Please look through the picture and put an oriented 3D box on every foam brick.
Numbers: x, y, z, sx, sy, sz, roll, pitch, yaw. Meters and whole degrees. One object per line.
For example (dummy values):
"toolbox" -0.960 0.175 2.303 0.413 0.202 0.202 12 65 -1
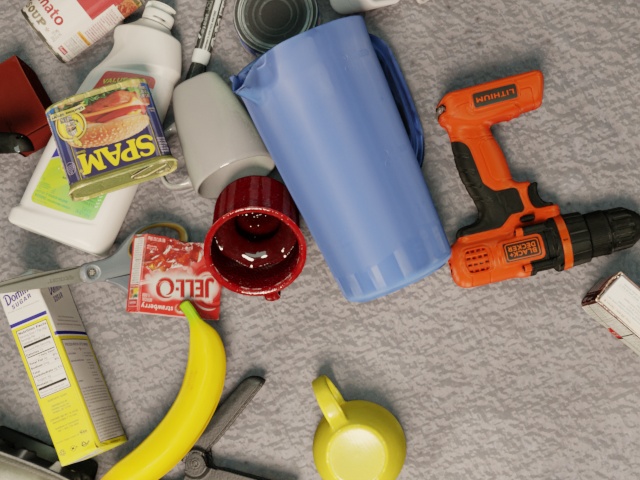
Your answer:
"foam brick" -0.295 -0.131 1.047 0.053 0.051 0.078 -30 83 1

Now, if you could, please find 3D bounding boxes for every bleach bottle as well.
"bleach bottle" -0.207 -0.116 1.035 0.102 0.068 0.251 20 83 4

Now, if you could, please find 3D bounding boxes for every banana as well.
"banana" -0.135 0.157 0.981 0.070 0.037 0.198 24 84 9

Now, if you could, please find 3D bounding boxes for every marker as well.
"marker" -0.112 -0.205 1.058 0.020 0.020 0.121 14 85 5

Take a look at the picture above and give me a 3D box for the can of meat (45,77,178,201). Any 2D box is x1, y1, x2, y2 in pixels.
"can of meat" -0.191 -0.092 0.972 0.102 0.057 0.084 -18 83 -9

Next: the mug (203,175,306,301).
"mug" -0.057 0.001 0.994 0.093 0.081 0.117 -15 119 6

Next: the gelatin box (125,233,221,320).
"gelatin box" -0.135 0.036 1.006 0.089 0.030 0.073 10 81 -35

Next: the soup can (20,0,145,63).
"soup can" -0.233 -0.230 1.045 0.102 0.068 0.068 -37 83 0

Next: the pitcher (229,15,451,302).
"pitcher" 0.032 -0.075 0.979 0.149 0.145 0.243 -24 92 4

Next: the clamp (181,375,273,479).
"clamp" -0.105 0.215 1.002 0.171 0.039 0.120 -28 73 6

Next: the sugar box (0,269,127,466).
"sugar box" -0.241 0.117 0.996 0.048 0.093 0.176 -25 82 2

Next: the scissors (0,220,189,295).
"scissors" -0.200 0.045 0.988 0.201 0.016 0.096 -28 101 -34

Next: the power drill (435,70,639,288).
"power drill" 0.195 -0.060 1.003 0.184 0.057 0.187 -13 82 0

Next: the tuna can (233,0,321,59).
"tuna can" -0.043 -0.218 1.047 0.086 0.034 0.086 0 84 4
